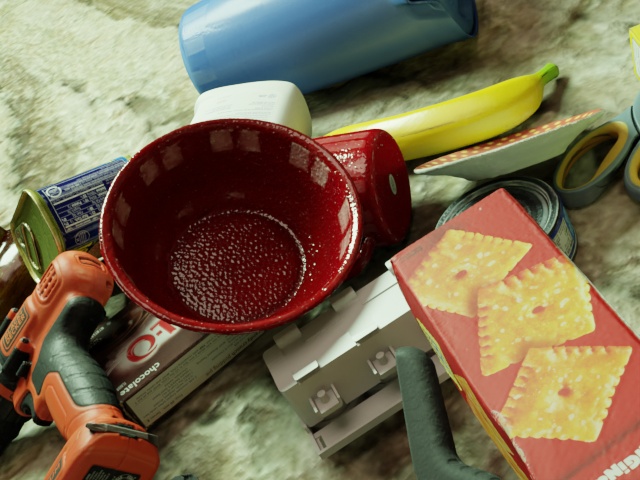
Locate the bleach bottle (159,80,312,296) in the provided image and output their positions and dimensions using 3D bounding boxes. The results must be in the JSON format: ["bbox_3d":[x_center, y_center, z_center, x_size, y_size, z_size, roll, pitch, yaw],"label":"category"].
[{"bbox_3d":[-0.080,-0.033,0.799,0.103,0.068,0.250,-7,33,20],"label":"bleach bottle"}]

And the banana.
[{"bbox_3d":[0.083,-0.085,0.802,0.198,0.037,0.069,-14,12,20],"label":"banana"}]

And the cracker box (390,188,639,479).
[{"bbox_3d":[0.121,0.099,0.441,0.072,0.164,0.214,-32,35,4],"label":"cracker box"}]

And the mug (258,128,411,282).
[{"bbox_3d":[0.012,-0.022,0.739,0.082,0.093,0.117,-8,56,24],"label":"mug"}]

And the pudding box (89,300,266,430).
[{"bbox_3d":[-0.107,0.069,0.758,0.113,0.039,0.090,-41,36,-12],"label":"pudding box"}]

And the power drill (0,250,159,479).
[{"bbox_3d":[-0.182,0.123,0.707,0.185,0.057,0.188,-56,40,18],"label":"power drill"}]

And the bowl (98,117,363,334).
[{"bbox_3d":[-0.054,0.001,0.670,0.162,0.055,0.162,0,55,0],"label":"bowl"}]

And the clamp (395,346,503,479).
[{"bbox_3d":[0.059,0.130,0.544,0.172,0.039,0.120,29,89,43],"label":"clamp"}]

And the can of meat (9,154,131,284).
[{"bbox_3d":[-0.178,-0.015,0.801,0.083,0.057,0.102,-26,-7,-29],"label":"can of meat"}]

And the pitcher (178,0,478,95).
[{"bbox_3d":[0.006,-0.198,0.924,0.243,0.149,0.145,-19,66,24],"label":"pitcher"}]

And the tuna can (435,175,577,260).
[{"bbox_3d":[0.116,-0.001,0.675,0.086,0.033,0.086,-21,37,17],"label":"tuna can"}]
